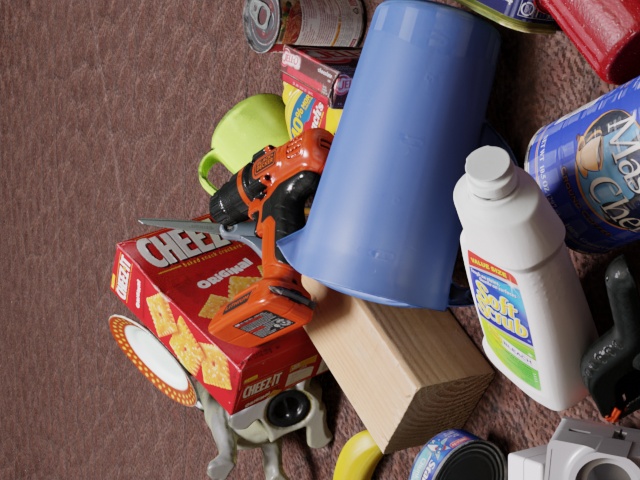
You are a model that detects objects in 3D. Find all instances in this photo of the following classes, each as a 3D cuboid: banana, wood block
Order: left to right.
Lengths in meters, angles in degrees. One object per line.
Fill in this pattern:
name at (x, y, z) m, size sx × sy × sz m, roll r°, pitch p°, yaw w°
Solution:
banana at (0.038, 0.266, 1.085) m, size 0.070 × 0.037 × 0.198 m, roll 39°, pitch 125°, yaw 50°
wood block at (0.056, 0.083, 0.987) m, size 0.206 × 0.090 × 0.091 m, roll 56°, pitch 137°, yaw 36°

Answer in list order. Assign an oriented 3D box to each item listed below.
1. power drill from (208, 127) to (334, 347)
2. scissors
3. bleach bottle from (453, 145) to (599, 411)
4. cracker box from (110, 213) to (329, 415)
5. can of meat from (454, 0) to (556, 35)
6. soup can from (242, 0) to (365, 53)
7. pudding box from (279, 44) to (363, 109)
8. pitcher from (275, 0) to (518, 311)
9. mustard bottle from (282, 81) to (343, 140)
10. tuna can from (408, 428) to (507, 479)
power drill at (-0.057, 0.001, 1.000) m, size 0.185 × 0.057 × 0.187 m, roll -29°, pitch 47°, yaw 47°
scissors at (-0.083, 0.005, 1.094) m, size 0.016 × 0.201 × 0.096 m, roll 93°, pitch 169°, yaw -54°
bleach bottle at (0.138, 0.021, 0.749) m, size 0.103 × 0.068 × 0.250 m, roll 44°, pitch 169°, yaw 41°
cracker box at (-0.088, 0.062, 1.094) m, size 0.214 × 0.163 × 0.072 m, roll 41°, pitch 133°, yaw 31°
can of meat at (0.151, -0.218, 0.835) m, size 0.102 × 0.057 × 0.084 m, roll 42°, pitch 125°, yaw 45°
soup can at (-0.015, -0.216, 1.043) m, size 0.069 × 0.102 × 0.068 m, roll 11°, pitch 104°, yaw 55°
pudding box at (0.033, -0.149, 0.970) m, size 0.090 × 0.113 × 0.039 m, roll 38°, pitch 122°, yaw 47°
pitcher at (0.079, -0.065, 0.880) m, size 0.145 × 0.149 × 0.243 m, roll 15°, pitch 90°, yaw 47°
mustard bottle at (0.014, -0.108, 1.053) m, size 0.192 × 0.058 × 0.096 m, roll 53°, pitch 134°, yaw 39°
tuna can at (0.117, 0.206, 0.915) m, size 0.034 × 0.085 × 0.086 m, roll 21°, pitch 112°, yaw 55°
